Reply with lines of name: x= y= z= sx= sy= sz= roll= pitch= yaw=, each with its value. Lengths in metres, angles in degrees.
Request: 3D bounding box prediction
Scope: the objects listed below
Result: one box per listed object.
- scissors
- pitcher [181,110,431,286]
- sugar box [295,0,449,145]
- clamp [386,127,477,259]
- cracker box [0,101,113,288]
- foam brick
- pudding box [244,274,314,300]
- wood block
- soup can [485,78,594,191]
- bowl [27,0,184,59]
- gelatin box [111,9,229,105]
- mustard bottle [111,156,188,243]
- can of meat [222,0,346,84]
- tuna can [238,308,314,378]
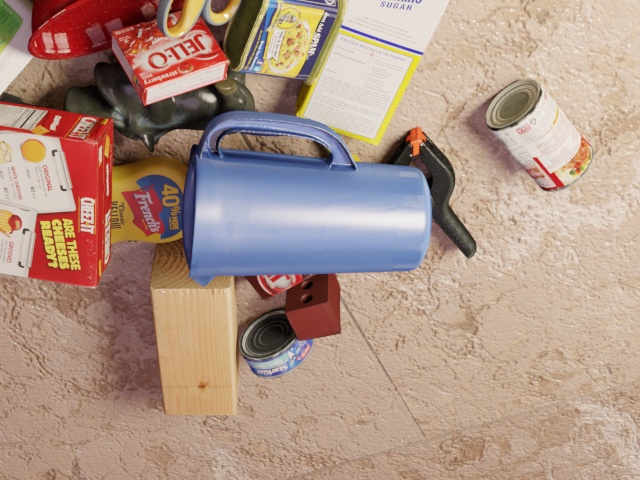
scissors: x=-0.078 y=-0.260 z=0.926 sx=0.096 sy=0.016 sz=0.202 roll=-3 pitch=134 yaw=-54
pitcher: x=-0.016 y=-0.035 z=1.067 sx=0.242 sy=0.145 sz=0.149 roll=1 pitch=162 yaw=-11
sugar box: x=0.048 y=-0.185 z=1.041 sx=0.093 sy=0.048 sz=0.176 roll=17 pitch=124 yaw=-14
clamp: x=0.099 y=-0.040 z=1.165 sx=0.120 sy=0.039 sz=0.171 roll=-14 pitch=122 yaw=6
cracker box: x=-0.315 y=-0.052 z=1.050 sx=0.213 sy=0.072 sz=0.164 roll=8 pitch=121 yaw=1
foam brick: x=-0.008 y=0.068 z=1.230 sx=0.053 sy=0.078 sz=0.051 roll=-14 pitch=130 yaw=12
pudding box: x=-0.058 y=0.001 z=1.176 sx=0.090 sy=0.039 sz=0.113 roll=-29 pitch=105 yaw=31
wood block: x=-0.144 y=0.104 z=1.253 sx=0.091 sy=0.090 sz=0.206 roll=1 pitch=129 yaw=-1
soup can: x=0.223 y=-0.107 z=1.089 sx=0.069 sy=0.068 sz=0.102 roll=-33 pitch=122 yaw=25
bowl: x=-0.198 y=-0.223 z=0.969 sx=0.162 sy=0.162 sz=0.055 roll=-25 pitch=87 yaw=20
gelatin box: x=-0.141 y=-0.174 z=1.001 sx=0.089 sy=0.073 sz=0.030 roll=-22 pitch=157 yaw=-22
mustard bottle: x=-0.187 y=-0.042 z=1.142 sx=0.191 sy=0.058 sz=0.096 roll=-6 pitch=120 yaw=-8
can of meat: x=-0.036 y=-0.201 z=1.003 sx=0.083 sy=0.057 sz=0.102 roll=2 pitch=134 yaw=-29
tuna can: x=-0.053 y=0.121 z=1.269 sx=0.086 sy=0.086 sz=0.033 roll=-18 pitch=126 yaw=15
